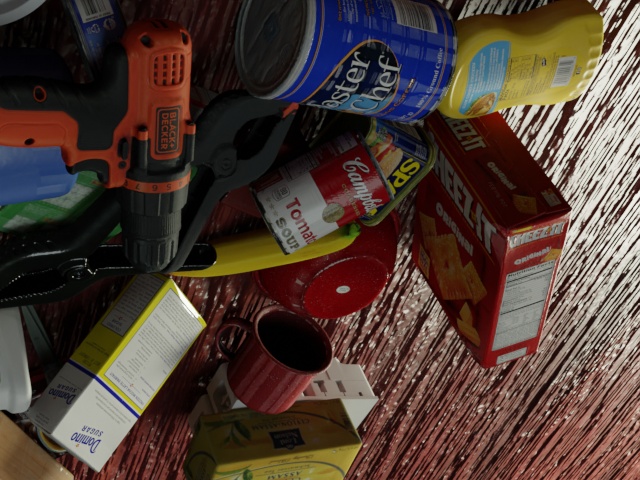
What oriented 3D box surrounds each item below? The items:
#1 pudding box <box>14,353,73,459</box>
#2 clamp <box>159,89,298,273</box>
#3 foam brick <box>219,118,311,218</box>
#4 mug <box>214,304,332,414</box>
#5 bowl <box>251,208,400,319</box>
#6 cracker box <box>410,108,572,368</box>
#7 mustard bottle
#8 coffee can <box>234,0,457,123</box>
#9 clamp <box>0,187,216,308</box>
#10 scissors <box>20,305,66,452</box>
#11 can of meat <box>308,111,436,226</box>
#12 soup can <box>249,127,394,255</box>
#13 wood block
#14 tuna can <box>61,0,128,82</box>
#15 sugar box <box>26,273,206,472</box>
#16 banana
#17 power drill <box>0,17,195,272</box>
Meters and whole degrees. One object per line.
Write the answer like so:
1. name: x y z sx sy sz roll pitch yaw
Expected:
1. pudding box: -0.254 0.167 1.082 0.090 0.039 0.113 -22 142 -5
2. clamp: -0.084 -0.054 0.826 0.171 0.039 0.120 -33 138 -25
3. foam brick: -0.054 -0.068 0.914 0.051 0.053 0.078 18 123 -42
4. mug: -0.057 0.121 1.110 0.117 0.093 0.082 29 125 -9
5. bowl: 0.015 0.028 1.062 0.162 0.055 0.162 -15 141 -13
6. cracker box: 0.152 -0.005 1.013 0.072 0.164 0.214 -18 142 -14
7. mustard bottle: 0.146 -0.152 0.925 0.191 0.058 0.096 -12 141 -17
8. coffee can: 0.019 -0.150 0.820 0.140 0.103 0.103 5 132 -34
9. clamp: -0.199 0.016 0.911 0.210 0.036 0.164 -23 150 13
10. scissors: -0.233 0.125 1.014 0.096 0.016 0.202 -7 128 -21
11. can of meat: 0.039 -0.071 0.961 0.083 0.057 0.102 22 121 -41
12. soup can: 0.000 -0.040 0.879 0.102 0.068 0.068 -28 142 1
13. wood block: -0.334 0.222 1.033 0.090 0.090 0.206 5 147 20
14. tuna can: -0.153 -0.143 0.745 0.033 0.086 0.086 -20 142 -11
15. sugar box: -0.187 0.119 0.994 0.176 0.048 0.093 -52 145 -17
16. banana: -0.046 0.003 0.983 0.198 0.037 0.069 -13 167 21
17. power drill: -0.172 -0.050 0.696 0.187 0.057 0.184 -11 122 -31
